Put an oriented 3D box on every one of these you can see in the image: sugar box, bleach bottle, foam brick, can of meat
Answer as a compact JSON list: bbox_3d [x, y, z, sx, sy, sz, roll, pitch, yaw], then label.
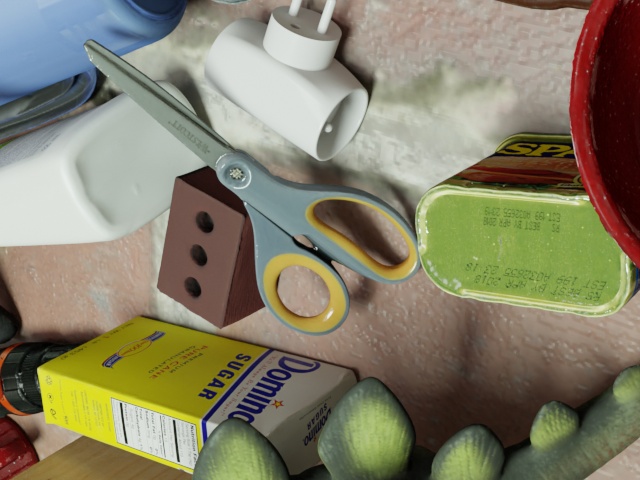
[{"bbox_3d":[-0.074,0.093,0.636,0.176,0.093,0.048,7,112,34],"label":"sugar box"},{"bbox_3d":[-0.184,-0.037,0.674,0.251,0.102,0.068,-5,119,47],"label":"bleach bottle"},{"bbox_3d":[-0.054,0.001,0.610,0.053,0.051,0.078,29,123,25],"label":"foam brick"},{"bbox_3d":[0.103,-0.009,0.467,0.102,0.083,0.057,7,112,35],"label":"can of meat"}]

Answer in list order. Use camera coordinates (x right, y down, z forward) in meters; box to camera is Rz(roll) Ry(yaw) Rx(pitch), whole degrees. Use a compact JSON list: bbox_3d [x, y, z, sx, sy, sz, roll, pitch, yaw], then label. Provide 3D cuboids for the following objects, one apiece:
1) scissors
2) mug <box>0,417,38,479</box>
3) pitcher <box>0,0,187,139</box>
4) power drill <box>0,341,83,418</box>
[{"bbox_3d":[-0.045,-0.017,0.549,0.201,0.016,0.096,25,112,-11],"label":"scissors"},{"bbox_3d":[-0.267,0.181,0.822,0.117,0.081,0.093,-38,84,40],"label":"mug"},{"bbox_3d":[-0.194,-0.128,0.603,0.243,0.149,0.145,-12,103,25],"label":"pitcher"},{"bbox_3d":[-0.263,0.109,0.724,0.185,0.187,0.057,-14,85,42],"label":"power drill"}]
